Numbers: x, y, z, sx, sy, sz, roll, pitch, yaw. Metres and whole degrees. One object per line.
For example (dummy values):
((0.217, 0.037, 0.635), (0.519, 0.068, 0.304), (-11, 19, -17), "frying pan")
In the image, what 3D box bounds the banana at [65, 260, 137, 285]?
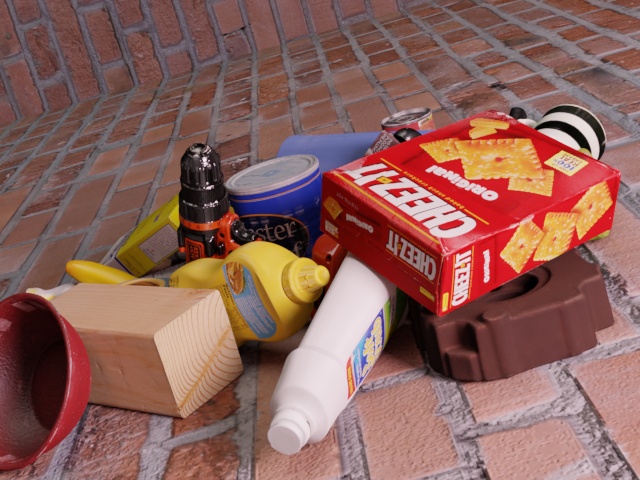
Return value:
((-0.202, 0.064, 1.173), (0.198, 0.037, 0.069), (28, 7, 40), "banana")

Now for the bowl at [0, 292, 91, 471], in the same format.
((-0.261, 0.131, 0.981), (0.162, 0.162, 0.055), (-1, -11, 39), "bowl")

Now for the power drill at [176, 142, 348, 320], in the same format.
((-0.057, 0.001, 1.057), (0.188, 0.184, 0.057), (20, 44, 23), "power drill")

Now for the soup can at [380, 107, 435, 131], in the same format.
((0.122, -0.113, 1.378), (0.068, 0.102, 0.068), (-15, 18, 5), "soup can")

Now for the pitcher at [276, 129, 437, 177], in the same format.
((0.079, -0.075, 1.266), (0.243, 0.149, 0.144), (-3, -10, 26), "pitcher")

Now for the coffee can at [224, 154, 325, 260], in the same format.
((-0.034, -0.010, 1.149), (0.103, 0.140, 0.103), (-15, 18, 5), "coffee can")

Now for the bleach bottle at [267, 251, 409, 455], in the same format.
((0.014, 0.095, 0.903), (0.068, 0.103, 0.250), (16, 35, 13), "bleach bottle")

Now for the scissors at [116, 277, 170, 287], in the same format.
((-0.133, 0.052, 1.155), (0.201, 0.016, 0.096), (-14, 36, -29), "scissors")

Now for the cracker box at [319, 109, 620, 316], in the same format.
((0.132, -0.036, 0.949), (0.213, 0.072, 0.164), (-22, 39, -30), "cracker box")

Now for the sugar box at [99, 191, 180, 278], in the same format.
((-0.204, -0.003, 1.303), (0.177, 0.048, 0.093), (-30, 19, 37), "sugar box")

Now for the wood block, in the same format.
((-0.187, 0.102, 1.036), (0.207, 0.090, 0.090), (0, 25, 40), "wood block")

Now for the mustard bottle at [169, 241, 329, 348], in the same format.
((-0.061, 0.051, 1.006), (0.192, 0.096, 0.058), (-18, 10, 47), "mustard bottle")
